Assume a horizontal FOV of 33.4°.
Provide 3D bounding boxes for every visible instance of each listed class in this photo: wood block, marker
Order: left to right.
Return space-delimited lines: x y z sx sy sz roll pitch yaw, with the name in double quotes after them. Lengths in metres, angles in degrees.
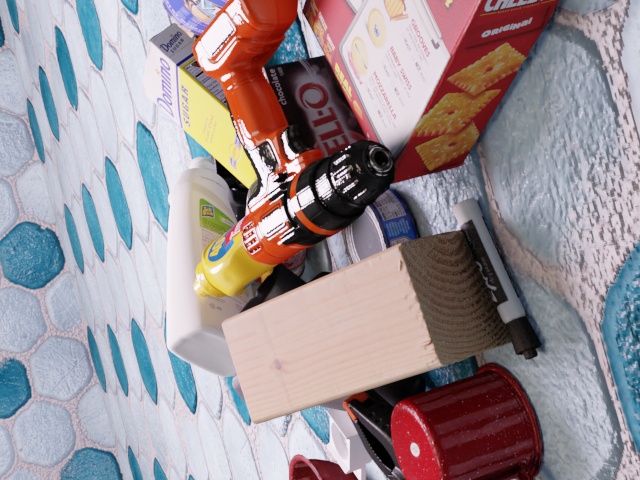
0.029 0.069 0.819 0.207 0.090 0.091 -25 80 44 "wood block"
0.125 0.027 0.753 0.020 0.020 0.121 122 130 -63 "marker"

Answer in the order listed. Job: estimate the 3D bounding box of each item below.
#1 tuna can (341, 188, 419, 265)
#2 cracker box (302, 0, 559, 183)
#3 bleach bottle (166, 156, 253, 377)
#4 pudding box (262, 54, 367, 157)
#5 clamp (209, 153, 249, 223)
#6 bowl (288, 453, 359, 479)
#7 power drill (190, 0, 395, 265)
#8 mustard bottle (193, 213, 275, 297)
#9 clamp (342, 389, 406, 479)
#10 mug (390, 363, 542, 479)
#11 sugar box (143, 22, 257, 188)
0.051 -0.001 0.903 0.086 0.033 0.086 165 90 -69 "tuna can"
0.068 -0.164 0.698 0.164 0.072 0.214 66 156 23 "cracker box"
-0.118 0.015 1.146 0.068 0.102 0.251 -31 46 28 "bleach bottle"
0.008 -0.094 0.869 0.039 0.090 0.113 124 129 -64 "pudding box"
-0.113 -0.077 1.265 0.210 0.036 0.164 122 129 -63 "clamp"
0.021 0.301 1.150 0.162 0.055 0.162 166 90 -70 "bowl"
-0.025 -0.089 0.781 0.185 0.057 0.188 -32 72 54 "power drill"
-0.057 0.001 0.992 0.058 0.096 0.192 43 127 -11 "mustard bottle"
0.079 0.199 0.879 0.171 0.039 0.120 52 152 23 "clamp"
0.110 0.155 0.789 0.093 0.081 0.117 95 151 -43 "mug"
-0.108 -0.134 1.105 0.176 0.048 0.093 40 150 10 "sugar box"
